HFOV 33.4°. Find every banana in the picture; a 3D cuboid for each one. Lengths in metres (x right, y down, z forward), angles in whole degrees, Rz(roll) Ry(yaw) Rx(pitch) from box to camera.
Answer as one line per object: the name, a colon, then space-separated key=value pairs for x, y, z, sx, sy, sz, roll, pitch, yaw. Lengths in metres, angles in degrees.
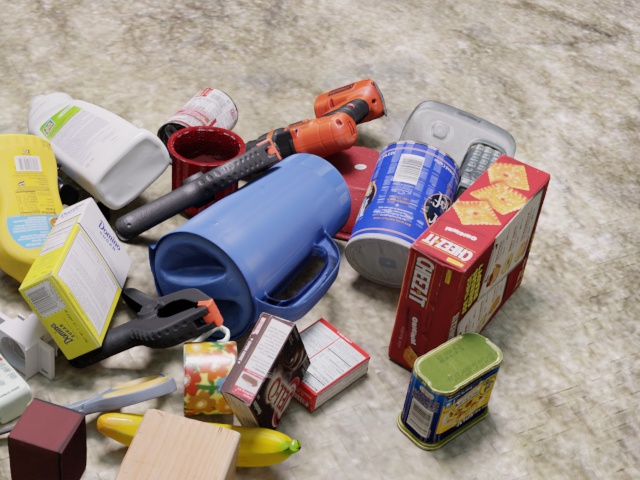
banana: x=-0.108 y=0.185 z=1.002 sx=0.198 sy=0.069 sz=0.037 roll=3 pitch=58 yaw=12

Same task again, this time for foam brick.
foam brick: x=-0.245 y=0.191 z=0.963 sx=0.051 sy=0.078 sz=0.053 roll=15 pitch=38 yaw=8

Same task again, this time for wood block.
wood block: x=-0.141 y=0.254 z=0.897 sx=0.091 sy=0.090 sz=0.206 roll=14 pitch=40 yaw=5

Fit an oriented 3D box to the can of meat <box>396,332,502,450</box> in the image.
can of meat: x=0.131 y=0.149 z=1.073 sx=0.101 sy=0.084 sz=0.057 roll=-25 pitch=51 yaw=-33

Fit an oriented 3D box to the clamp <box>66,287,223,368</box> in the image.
clamp: x=-0.169 y=0.077 z=1.096 sx=0.172 sy=0.039 sz=0.120 roll=-12 pitch=34 yaw=24

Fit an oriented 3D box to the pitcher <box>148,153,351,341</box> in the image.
pitcher: x=-0.058 y=0.001 z=1.186 sx=0.149 sy=0.145 sz=0.242 roll=56 pitch=43 yaw=-8

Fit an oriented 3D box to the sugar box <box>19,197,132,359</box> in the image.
sugar box: x=-0.250 y=0.036 z=1.106 sx=0.048 sy=0.093 sz=0.176 roll=-24 pitch=23 yaw=10

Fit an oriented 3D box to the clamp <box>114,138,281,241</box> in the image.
clamp: x=-0.140 y=-0.053 z=1.182 sx=0.210 sy=0.036 sz=0.164 roll=-28 pitch=6 yaw=-3

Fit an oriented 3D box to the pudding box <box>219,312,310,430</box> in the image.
pudding box: x=-0.051 y=0.131 z=1.022 sx=0.039 sy=0.113 sz=0.090 roll=21 pitch=68 yaw=19

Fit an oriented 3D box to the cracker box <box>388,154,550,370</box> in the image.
cracker box: x=0.162 y=0.027 z=1.162 sx=0.072 sy=0.164 sz=0.213 roll=27 pitch=43 yaw=23

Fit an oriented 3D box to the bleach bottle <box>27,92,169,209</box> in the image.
bleach bottle: x=-0.290 y=-0.130 z=1.316 sx=0.102 sy=0.068 sz=0.251 roll=-44 pitch=45 yaw=-10

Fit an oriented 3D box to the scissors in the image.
scissors: x=-0.233 y=0.161 z=1.038 sx=0.202 sy=0.016 sz=0.096 roll=-15 pitch=2 yaw=5

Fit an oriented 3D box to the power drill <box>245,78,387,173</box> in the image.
power drill: x=-0.009 y=-0.143 z=1.382 sx=0.185 sy=0.057 sz=0.187 roll=-11 pitch=20 yaw=32

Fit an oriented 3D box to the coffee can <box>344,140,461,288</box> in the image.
coffee can: x=0.097 y=-0.030 z=1.233 sx=0.103 sy=0.103 sz=0.140 roll=16 pitch=60 yaw=8

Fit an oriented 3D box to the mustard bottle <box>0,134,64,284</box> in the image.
mustard bottle: x=-0.319 y=-0.018 z=1.160 sx=0.096 sy=0.058 sz=0.191 roll=-3 pitch=73 yaw=-52

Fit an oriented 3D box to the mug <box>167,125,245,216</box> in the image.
mug: x=-0.136 y=-0.088 z=1.306 sx=0.093 sy=0.081 sz=0.117 roll=14 pitch=36 yaw=10

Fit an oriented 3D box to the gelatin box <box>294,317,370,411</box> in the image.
gelatin box: x=-0.004 y=0.129 z=1.115 sx=0.073 sy=0.030 sz=0.089 roll=36 pitch=47 yaw=27

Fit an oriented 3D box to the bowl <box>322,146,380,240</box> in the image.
bowl: x=0.046 y=-0.070 z=1.341 sx=0.162 sy=0.055 sz=0.162 roll=5 pitch=40 yaw=-5

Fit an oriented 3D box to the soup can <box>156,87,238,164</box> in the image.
soup can: x=-0.158 y=-0.147 z=1.385 sx=0.068 sy=0.068 sz=0.102 roll=20 pitch=41 yaw=14
